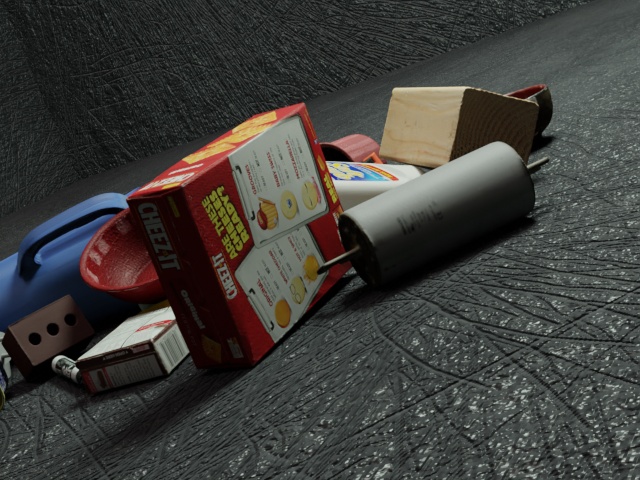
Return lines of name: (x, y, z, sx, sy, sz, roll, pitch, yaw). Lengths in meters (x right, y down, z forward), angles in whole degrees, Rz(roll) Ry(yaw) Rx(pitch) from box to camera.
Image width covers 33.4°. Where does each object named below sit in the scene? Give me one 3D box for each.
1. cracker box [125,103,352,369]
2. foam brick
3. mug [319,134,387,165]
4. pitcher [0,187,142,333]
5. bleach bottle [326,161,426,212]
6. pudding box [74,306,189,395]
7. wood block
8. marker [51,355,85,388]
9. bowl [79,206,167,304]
cracker box: (-0.060, -0.009, 0.945, 0.072, 0.164, 0.213, -10, 19, 33)
foam brick: (-0.287, 0.103, 1.125, 0.078, 0.053, 0.051, -31, -10, -35)
mug: (0.043, -0.086, 1.369, 0.117, 0.093, 0.081, 20, 28, 28)
pitcher: (-0.291, 0.039, 1.254, 0.243, 0.149, 0.145, -25, 11, 2)
bleach bottle: (0.022, -0.054, 1.149, 0.250, 0.068, 0.103, -5, 24, -31)
pudding box: (-0.162, 0.097, 0.999, 0.090, 0.039, 0.113, -18, 10, 22)
wood block: (0.150, -0.121, 1.199, 0.090, 0.090, 0.206, 10, 5, -18)
marker: (-0.240, 0.129, 1.043, 0.020, 0.020, 0.121, -27, 13, -24)
bowl: (-0.170, 0.016, 1.124, 0.162, 0.055, 0.162, -17, 35, 12)
